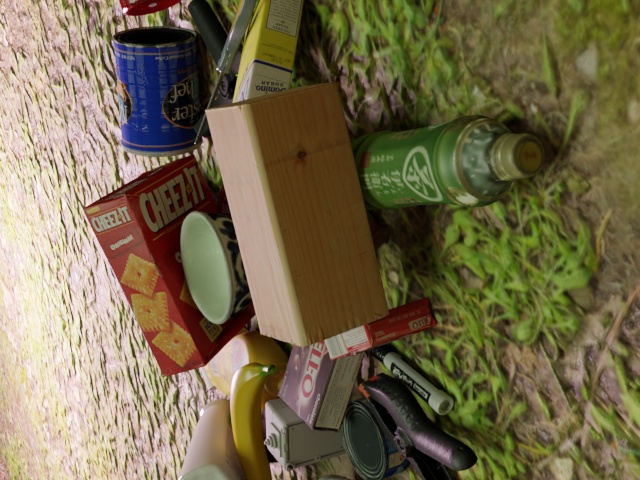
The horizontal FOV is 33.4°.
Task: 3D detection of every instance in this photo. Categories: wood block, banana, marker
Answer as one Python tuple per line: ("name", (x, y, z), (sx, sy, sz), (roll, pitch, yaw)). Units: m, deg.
("wood block", (-0.019, -0.024, 0.920), (0.090, 0.090, 0.206), (7, 112, 62))
("banana", (-0.079, 0.214, 1.230), (0.070, 0.037, 0.198), (43, 139, 52))
("marker", (0.084, 0.128, 1.022), (0.121, 0.020, 0.020), (38, 134, 50))

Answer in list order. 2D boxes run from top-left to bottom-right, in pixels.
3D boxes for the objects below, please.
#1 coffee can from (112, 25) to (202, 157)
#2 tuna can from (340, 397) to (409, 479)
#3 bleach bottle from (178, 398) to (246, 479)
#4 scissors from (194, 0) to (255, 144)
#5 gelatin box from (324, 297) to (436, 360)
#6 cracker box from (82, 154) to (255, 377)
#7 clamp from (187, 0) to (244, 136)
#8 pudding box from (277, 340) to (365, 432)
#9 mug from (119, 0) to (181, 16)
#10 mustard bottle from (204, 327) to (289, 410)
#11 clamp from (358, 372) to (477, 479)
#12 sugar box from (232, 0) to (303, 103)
("coffee can", (-0.201, -0.186, 1.325), (0.103, 0.102, 0.140), (35, 131, 52))
("tuna can", (0.056, 0.202, 1.093), (0.086, 0.033, 0.086), (35, 132, 52))
("bleach bottle", (-0.121, 0.270, 1.336), (0.251, 0.068, 0.102), (-89, -25, -76))
("scissors", (-0.092, -0.200, 1.101), (0.096, 0.016, 0.202), (-80, 14, -46))
("gelatin box", (0.055, 0.084, 1.000), (0.089, 0.073, 0.030), (-30, 76, 61))
("cracker box", (-0.163, 0.025, 1.240), (0.072, 0.164, 0.213), (-17, 103, 27))
("clamp", (-0.097, -0.187, 1.200), (0.210, 0.036, 0.164), (21, 121, 55))
("pudding box", (0.003, 0.130, 1.111), (0.090, 0.039, 0.113), (33, 109, 61))
("mug", (-0.204, -0.328, 1.298), (0.117, 0.093, 0.081), (-18, 92, 26))
("mustard bottle", (-0.082, 0.156, 1.305), (0.192, 0.058, 0.096), (10, 110, 61))
("clamp", (0.093, 0.181, 0.992), (0.172, 0.039, 0.120), (50, 150, 31))
("sugar box", (-0.056, -0.161, 1.040), (0.093, 0.048, 0.176), (122, 161, -54))
